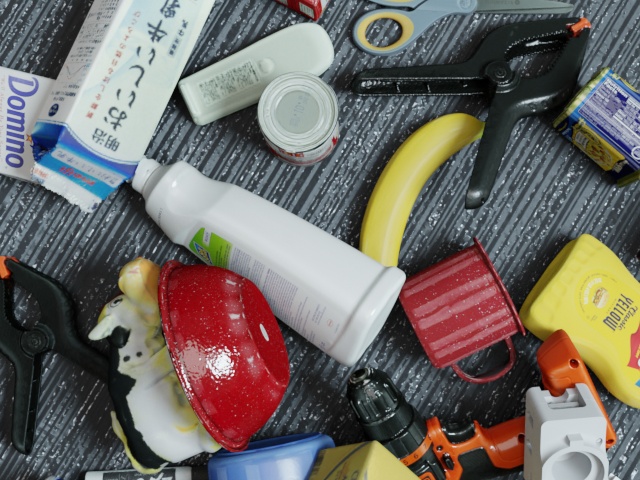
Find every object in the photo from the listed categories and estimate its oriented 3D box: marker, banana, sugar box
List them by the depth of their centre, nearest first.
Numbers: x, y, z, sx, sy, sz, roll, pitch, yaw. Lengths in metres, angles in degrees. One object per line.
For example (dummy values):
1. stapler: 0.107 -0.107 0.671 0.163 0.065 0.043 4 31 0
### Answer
1. banana: 0.081 -0.041 0.928 0.070 0.037 0.198 36 87 12
2. marker: -0.144 0.208 0.934 0.121 0.020 0.020 -4 88 1
3. sugar box: -0.315 -0.113 0.937 0.176 0.048 0.093 13 88 3

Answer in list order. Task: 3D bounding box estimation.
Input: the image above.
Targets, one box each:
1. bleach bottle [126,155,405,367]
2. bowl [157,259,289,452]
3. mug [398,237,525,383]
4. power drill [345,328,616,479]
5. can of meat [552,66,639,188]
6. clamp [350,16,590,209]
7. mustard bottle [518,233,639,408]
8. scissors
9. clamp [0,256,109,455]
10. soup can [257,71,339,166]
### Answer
1. bleach bottle: -0.056 0.001 0.893 0.251 0.103 0.068 34 55 10
2. bowl: -0.067 0.082 0.843 0.055 0.162 0.162 -22 87 10
3. mug: 0.121 0.067 0.904 0.081 0.093 0.117 -27 98 4
4. power drill: 0.132 0.147 0.876 0.188 0.057 0.184 -26 117 9
5. can of meat: 0.248 -0.095 0.900 0.084 0.102 0.057 41 89 4
6. clamp: 0.154 -0.123 0.909 0.209 0.036 0.165 -27 63 -12
7. mustard bottle: 0.270 0.088 0.911 0.191 0.058 0.096 39 70 1
8. scissors: 0.115 -0.194 0.948 0.202 0.016 0.096 18 90 2
9. clamp: -0.249 0.098 0.931 0.120 0.039 0.171 -35 81 -5
10. soup can: -0.017 -0.101 0.903 0.068 0.102 0.068 0 88 1
